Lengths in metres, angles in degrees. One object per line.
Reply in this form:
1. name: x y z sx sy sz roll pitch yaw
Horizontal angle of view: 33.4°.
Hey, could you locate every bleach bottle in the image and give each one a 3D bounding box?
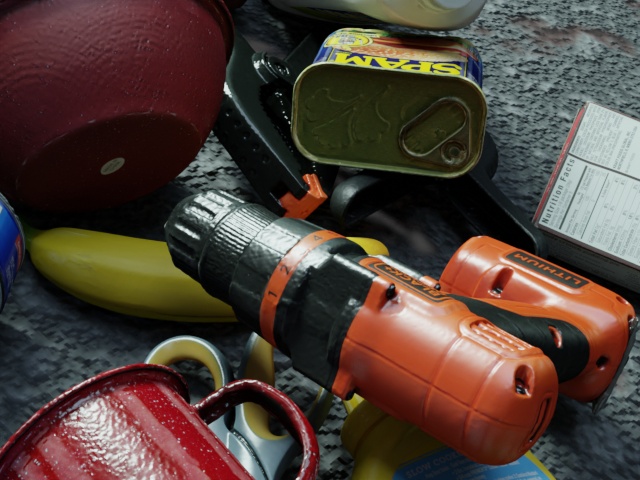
1. bleach bottle: 0.034 -0.166 0.668 0.102 0.068 0.251 8 12 -14

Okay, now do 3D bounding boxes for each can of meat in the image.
1. can of meat: 0.041 -0.080 0.594 0.102 0.057 0.084 7 27 6

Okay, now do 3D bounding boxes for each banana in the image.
1. banana: -0.055 0.012 0.529 0.197 0.037 0.069 6 40 -13

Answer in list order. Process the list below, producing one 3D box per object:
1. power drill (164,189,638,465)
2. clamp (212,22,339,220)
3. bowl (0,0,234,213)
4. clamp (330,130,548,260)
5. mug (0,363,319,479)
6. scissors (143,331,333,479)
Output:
1. power drill: 0.045 0.030 0.472 0.185 0.057 0.187 30 17 32
2. clamp: -0.029 -0.092 0.645 0.164 0.036 0.210 13 43 -44
3. bowl: -0.110 -0.059 0.518 0.161 0.162 0.055 -10 67 -30
4. clamp: 0.077 -0.038 0.628 0.120 0.039 0.171 24 34 -1
5. mug: -0.051 0.097 0.376 0.117 0.093 0.082 -36 58 -21
6. scissors: -0.046 0.108 0.433 0.096 0.016 0.201 6 48 13
